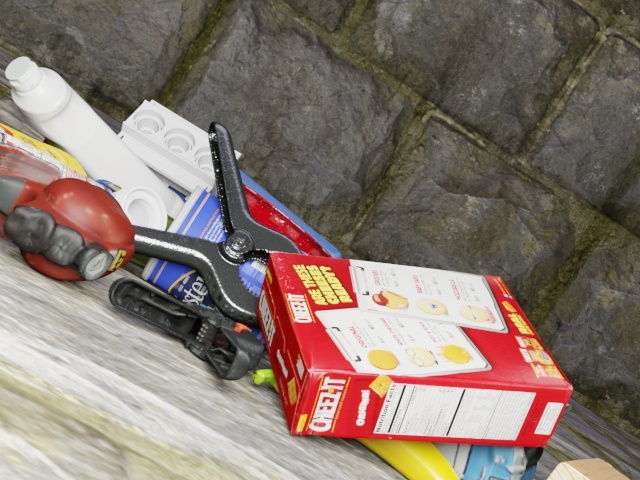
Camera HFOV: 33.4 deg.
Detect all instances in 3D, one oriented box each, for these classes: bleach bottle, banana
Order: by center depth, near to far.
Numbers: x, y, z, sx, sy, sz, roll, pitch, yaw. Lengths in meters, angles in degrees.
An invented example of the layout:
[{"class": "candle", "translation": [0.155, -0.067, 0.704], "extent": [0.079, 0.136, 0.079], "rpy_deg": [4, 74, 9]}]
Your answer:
[{"class": "banana", "translation": [0.035, 0.153, 0.869], "extent": [0.198, 0.037, 0.069], "rpy_deg": [30, 27, 3]}, {"class": "bleach bottle", "translation": [-0.239, -0.096, 1.109], "extent": [0.103, 0.068, 0.250], "rpy_deg": [29, -17, 35]}]

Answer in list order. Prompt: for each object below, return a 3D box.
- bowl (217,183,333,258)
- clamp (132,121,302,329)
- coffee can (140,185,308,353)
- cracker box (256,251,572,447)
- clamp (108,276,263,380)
[{"class": "bowl", "translation": [-0.057, 0.001, 1.115], "extent": [0.162, 0.055, 0.162], "rpy_deg": [37, -7, 5]}, {"class": "clamp", "translation": [-0.087, 0.012, 0.934], "extent": [0.210, 0.164, 0.036], "rpy_deg": [51, -28, 6]}, {"class": "coffee can", "translation": [-0.083, 0.027, 1.010], "extent": [0.140, 0.103, 0.103], "rpy_deg": [32, 3, -5]}, {"class": "cracker box", "translation": [0.068, 0.088, 0.856], "extent": [0.213, 0.072, 0.164], "rpy_deg": [6, 29, -17]}, {"class": "clamp", "translation": [-0.097, 0.068, 0.835], "extent": [0.120, 0.039, 0.171], "rpy_deg": [37, -3, 7]}]
